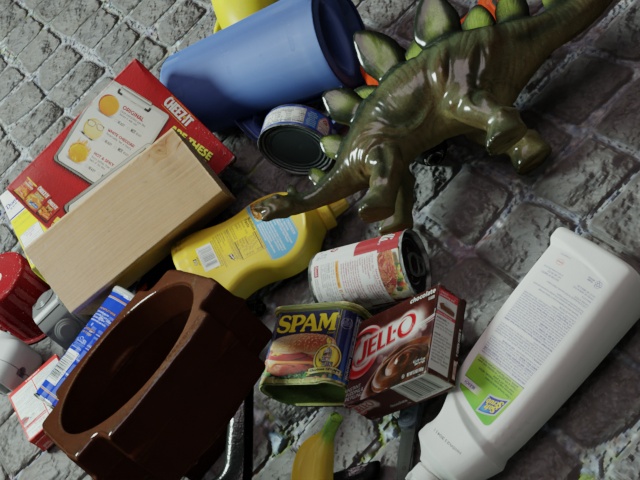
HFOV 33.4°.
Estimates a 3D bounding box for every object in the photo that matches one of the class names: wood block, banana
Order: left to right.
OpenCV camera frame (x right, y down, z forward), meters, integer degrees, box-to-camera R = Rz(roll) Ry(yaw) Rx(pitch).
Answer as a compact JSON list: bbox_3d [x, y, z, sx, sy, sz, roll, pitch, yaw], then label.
[{"bbox_3d":[-0.205,-0.018,1.162,0.206,0.090,0.091,-39,84,1],"label":"wood block"},{"bbox_3d":[0.008,0.246,0.882,0.070,0.037,0.198,-42,55,54],"label":"banana"}]

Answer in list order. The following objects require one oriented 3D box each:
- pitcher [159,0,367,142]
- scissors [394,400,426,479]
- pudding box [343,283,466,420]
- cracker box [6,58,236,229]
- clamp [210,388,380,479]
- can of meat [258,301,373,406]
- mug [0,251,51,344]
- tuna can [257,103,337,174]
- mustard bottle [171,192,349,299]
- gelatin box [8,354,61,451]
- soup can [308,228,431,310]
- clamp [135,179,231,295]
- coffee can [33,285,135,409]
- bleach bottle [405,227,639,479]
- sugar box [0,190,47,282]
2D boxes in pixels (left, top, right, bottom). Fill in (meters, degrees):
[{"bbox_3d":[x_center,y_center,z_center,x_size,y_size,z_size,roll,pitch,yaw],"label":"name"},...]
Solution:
[{"bbox_3d":[-0.068,-0.198,1.275,0.243,0.145,0.149,-16,35,30],"label":"pitcher"},{"bbox_3d":[0.067,0.152,0.960,0.096,0.016,0.201,5,59,40],"label":"scissors"},{"bbox_3d":[0.073,0.099,0.933,0.114,0.039,0.090,-29,38,44],"label":"pudding box"},{"bbox_3d":[-0.229,-0.077,1.248,0.213,0.164,0.072,-45,2,0],"label":"cracker box"},{"bbox_3d":[-0.055,0.236,0.951,0.165,0.036,0.210,26,82,23],"label":"clamp"},{"bbox_3d":[-0.004,0.110,1.018,0.102,0.057,0.084,-6,56,33],"label":"can of meat"},{"bbox_3d":[-0.377,0.074,1.297,0.117,0.081,0.093,-37,43,5],"label":"mug"},{"bbox_3d":[-0.025,-0.113,1.193,0.086,0.086,0.033,-9,50,31],"label":"tuna can"},{"bbox_3d":[-0.057,0.002,1.129,0.191,0.058,0.096,-29,53,0],"label":"mustard bottle"},{"bbox_3d":[-0.302,0.181,1.194,0.073,0.030,0.089,-42,43,-3],"label":"gelatin box"},{"bbox_3d":[0.048,0.033,1.033,0.102,0.068,0.068,-15,49,27],"label":"soup can"},{"bbox_3d":[-0.142,0.005,1.216,0.171,0.039,0.120,-34,40,1],"label":"clamp"},{"bbox_3d":[-0.215,0.133,1.117,0.103,0.102,0.140,22,71,44],"label":"coffee can"},{"bbox_3d":[0.160,0.111,0.895,0.251,0.068,0.103,-48,39,-3],"label":"bleach bottle"},{"bbox_3d":[-0.333,0.001,1.317,0.048,0.093,0.176,-39,43,2],"label":"sugar box"}]
